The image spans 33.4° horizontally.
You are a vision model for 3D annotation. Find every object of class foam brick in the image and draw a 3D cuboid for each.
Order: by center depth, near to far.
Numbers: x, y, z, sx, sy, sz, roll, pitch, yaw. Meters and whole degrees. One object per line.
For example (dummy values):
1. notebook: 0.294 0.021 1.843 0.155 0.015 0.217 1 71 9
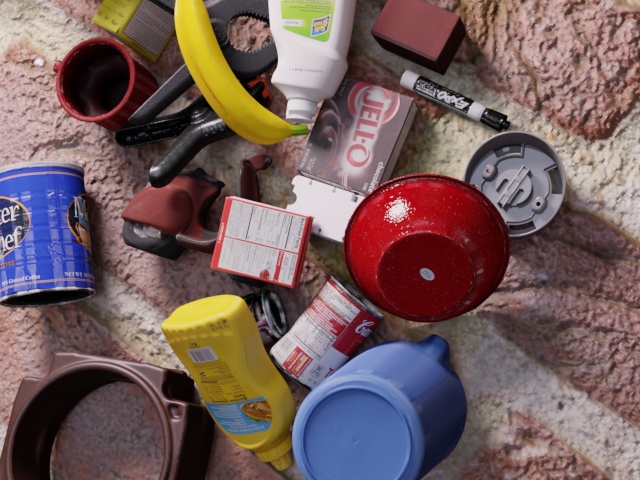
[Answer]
1. foam brick: 0.101 -0.212 1.089 0.078 0.053 0.051 27 90 17

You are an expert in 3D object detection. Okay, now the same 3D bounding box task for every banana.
1. banana: -0.096 -0.166 1.082 0.037 0.069 0.197 -27 106 46

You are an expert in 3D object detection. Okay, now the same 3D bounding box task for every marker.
1. marker: 0.137 -0.142 1.085 0.121 0.020 0.020 28 90 18

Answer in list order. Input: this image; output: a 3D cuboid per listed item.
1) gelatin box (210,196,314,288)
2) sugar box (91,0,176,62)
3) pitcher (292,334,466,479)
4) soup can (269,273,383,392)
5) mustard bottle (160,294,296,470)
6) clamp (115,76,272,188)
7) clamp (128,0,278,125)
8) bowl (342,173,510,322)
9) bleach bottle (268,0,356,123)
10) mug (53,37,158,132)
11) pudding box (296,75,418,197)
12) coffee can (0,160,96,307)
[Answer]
1. gelatin box: -0.057 0.001 1.054 0.089 0.030 0.073 13 95 8
2. sugar box: -0.168 -0.290 1.159 0.048 0.093 0.176 30 90 20
3. pitcher: 0.049 0.171 0.949 0.145 0.242 0.149 -12 86 13
4. soup can: 0.005 0.093 1.064 0.068 0.068 0.102 41 95 18
5. mustard bottle: -0.076 0.148 1.054 0.096 0.058 0.191 -13 112 36
6. clamp: -0.135 -0.125 1.134 0.171 0.039 0.120 -35 47 -20
7. clamp: -0.115 -0.202 1.116 0.209 0.036 0.164 -1 94 -14
8. bowl: 0.099 0.020 1.011 0.162 0.055 0.162 3 117 6
9. bleach bottle: -0.014 -0.245 1.087 0.103 0.068 0.251 5 86 17
10. mug: -0.238 -0.168 1.167 0.117 0.081 0.093 20 88 18
11. pudding box: 0.039 -0.106 1.099 0.090 0.039 0.113 21 88 18
12. coffee can: -0.300 -0.005 1.150 0.103 0.102 0.140 -11 79 15
